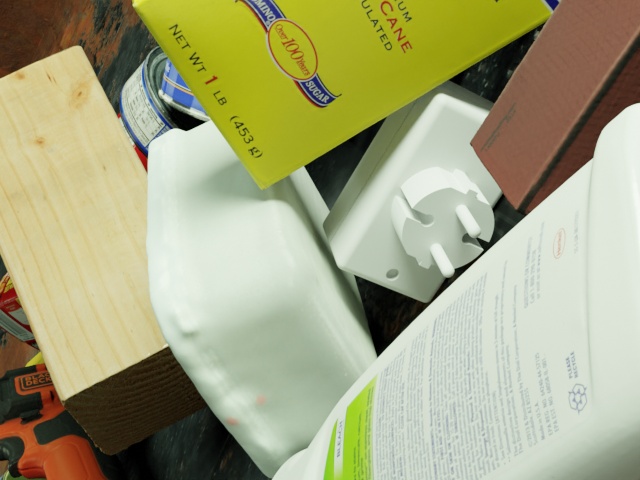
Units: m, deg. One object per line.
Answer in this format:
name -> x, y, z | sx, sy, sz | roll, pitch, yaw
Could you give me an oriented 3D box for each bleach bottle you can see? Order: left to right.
bleach bottle -> 0.043, 0.066, 0.350 | 0.251, 0.068, 0.102 | -44, 32, 49

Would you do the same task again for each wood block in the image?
wood block -> -0.130, 0.003, 0.609 | 0.206, 0.090, 0.091 | 59, 170, 28

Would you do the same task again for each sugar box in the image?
sugar box -> 0.027, -0.103, 0.401 | 0.176, 0.093, 0.048 | -30, 31, 9

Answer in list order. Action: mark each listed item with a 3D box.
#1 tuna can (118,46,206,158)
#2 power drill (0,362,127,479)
tuna can -> -0.078, -0.076, 0.646 | 0.034, 0.086, 0.086 | -41, 33, 33
power drill -> -0.189, 0.147, 0.671 | 0.188, 0.184, 0.057 | -125, 27, -56
